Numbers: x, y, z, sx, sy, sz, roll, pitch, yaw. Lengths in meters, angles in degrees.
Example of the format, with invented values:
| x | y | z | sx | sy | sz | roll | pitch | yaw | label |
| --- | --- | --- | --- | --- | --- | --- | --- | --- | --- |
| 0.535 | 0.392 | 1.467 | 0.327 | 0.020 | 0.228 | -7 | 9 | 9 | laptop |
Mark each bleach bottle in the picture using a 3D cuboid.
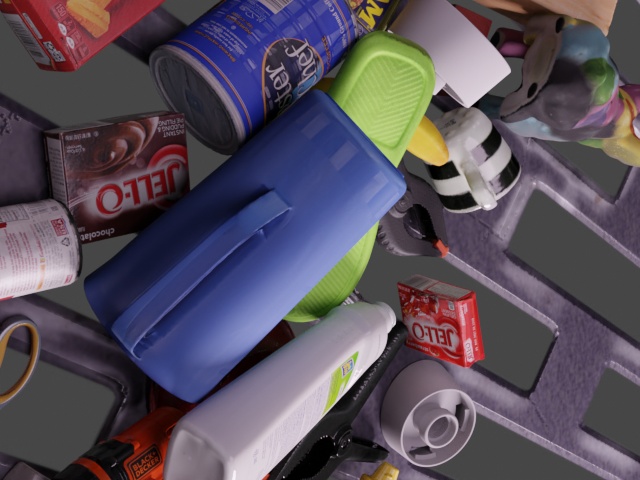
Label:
| x | y | z | sx | sy | sz | roll | pitch | yaw | label |
| --- | --- | --- | --- | --- | --- | --- | --- | --- | --- |
| -0.020 | 0.126 | 0.895 | 0.250 | 0.068 | 0.103 | -34 | 152 | -43 | bleach bottle |

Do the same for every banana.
| x | y | z | sx | sy | sz | roll | pitch | yaw | label |
| --- | --- | --- | --- | --- | --- | --- | --- | --- | --- |
| 0.030 | -0.109 | 0.958 | 0.197 | 0.037 | 0.070 | 4 | 113 | -19 | banana |

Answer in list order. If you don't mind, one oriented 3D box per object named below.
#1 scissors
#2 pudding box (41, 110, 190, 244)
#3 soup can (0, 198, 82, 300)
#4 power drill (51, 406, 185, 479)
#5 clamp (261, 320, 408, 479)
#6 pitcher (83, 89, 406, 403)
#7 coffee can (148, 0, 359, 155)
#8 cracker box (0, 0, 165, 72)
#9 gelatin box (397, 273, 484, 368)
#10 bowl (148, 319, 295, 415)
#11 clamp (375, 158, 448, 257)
| x | y | z | sx | sy | sz | roll | pitch | yaw | label |
| --- | --- | --- | --- | --- | --- | --- | --- | --- | --- |
| -0.282 | 0.143 | 0.810 | 0.096 | 0.016 | 0.201 | 32 | 80 | -36 | scissors |
| -0.158 | -0.051 | 0.844 | 0.113 | 0.039 | 0.090 | -14 | 109 | -35 | pudding box |
| -0.235 | 0.010 | 0.782 | 0.102 | 0.069 | 0.068 | -14 | 109 | -35 | soup can |
| -0.147 | 0.250 | 0.851 | 0.184 | 0.057 | 0.187 | -32 | 108 | -46 | power drill |
| 0.012 | 0.185 | 0.992 | 0.209 | 0.036 | 0.164 | -35 | 137 | -41 | clamp |
| -0.055 | 0.001 | 0.815 | 0.243 | 0.149 | 0.144 | -43 | 128 | 6 | pitcher |
| -0.053 | -0.151 | 0.861 | 0.140 | 0.103 | 0.102 | -43 | 123 | -22 | coffee can |
| -0.158 | -0.250 | 0.778 | 0.213 | 0.072 | 0.164 | -44 | 124 | -22 | cracker box |
| 0.118 | 0.079 | 1.055 | 0.030 | 0.089 | 0.073 | -23 | 114 | -32 | gelatin box |
| -0.069 | 0.135 | 0.947 | 0.161 | 0.055 | 0.162 | -9 | 106 | -35 | bowl |
| 0.070 | -0.050 | 1.022 | 0.171 | 0.039 | 0.120 | 36 | 83 | -34 | clamp |
